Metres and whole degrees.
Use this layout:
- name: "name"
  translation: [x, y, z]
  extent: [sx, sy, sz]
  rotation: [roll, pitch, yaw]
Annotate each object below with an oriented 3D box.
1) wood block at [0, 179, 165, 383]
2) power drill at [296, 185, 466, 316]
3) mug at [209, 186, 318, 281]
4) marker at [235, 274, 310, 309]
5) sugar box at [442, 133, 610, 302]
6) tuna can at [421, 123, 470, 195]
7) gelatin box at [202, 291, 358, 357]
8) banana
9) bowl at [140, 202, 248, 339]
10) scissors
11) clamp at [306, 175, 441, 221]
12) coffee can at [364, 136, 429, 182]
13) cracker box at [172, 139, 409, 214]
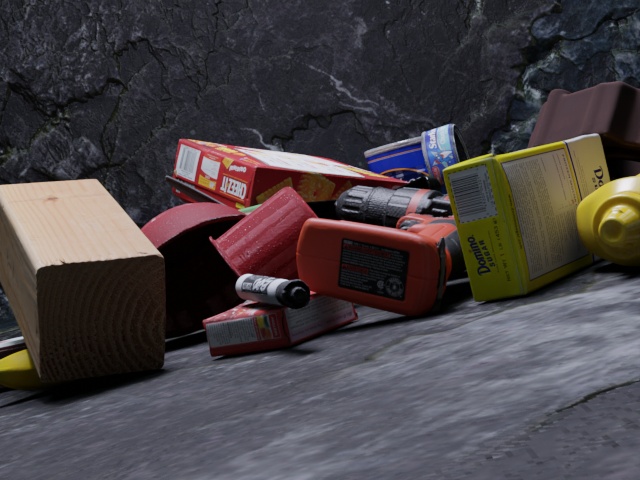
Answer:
- name: "wood block"
  translation: [-0.191, 0.023, 0.827]
  extent: [0.090, 0.090, 0.206]
  rotation: [-5, 20, -23]
- name: "power drill"
  translation: [0.061, -0.002, 0.797]
  extent: [0.185, 0.057, 0.187]
  rotation: [10, 16, 29]
- name: "mug"
  translation: [-0.028, 0.017, 0.902]
  extent: [0.081, 0.117, 0.093]
  rotation: [-38, 38, -2]
- name: "marker"
  translation: [-0.033, 0.034, 0.716]
  extent: [0.020, 0.020, 0.121]
  rotation: [-14, 5, -19]
- name: "sugar box"
  translation: [0.155, -0.020, 0.751]
  extent: [0.048, 0.093, 0.175]
  rotation: [-12, 1, 35]
- name: "tuna can"
  translation: [0.133, -0.075, 1.091]
  extent: [0.034, 0.086, 0.086]
  rotation: [-17, 0, 17]
- name: "gelatin box"
  translation: [-0.028, 0.056, 0.763]
  extent: [0.073, 0.030, 0.089]
  rotation: [-11, 3, 36]
- name: "banana"
  translation: [-0.204, 0.077, 0.856]
  extent: [0.037, 0.069, 0.197]
  rotation: [-55, -4, 19]
- name: "bowl"
  translation: [-0.120, 0.018, 0.964]
  extent: [0.162, 0.055, 0.162]
  rotation: [-25, -31, -17]
- name: "scissors"
  translation: [-0.057, 0.001, 1.011]
  extent: [0.202, 0.096, 0.016]
  rotation: [21, 56, 25]
- name: "clamp"
  translation: [0.049, -0.030, 1.073]
  extent: [0.165, 0.036, 0.210]
  rotation: [-9, -5, 12]
- name: "coffee can"
  translation: [0.118, -0.049, 1.266]
  extent: [0.103, 0.140, 0.103]
  rotation: [-14, 1, 0]
- name: "cracker box"
  translation: [-0.034, -0.056, 1.188]
  extent: [0.213, 0.072, 0.164]
  rotation: [4, 11, -38]
